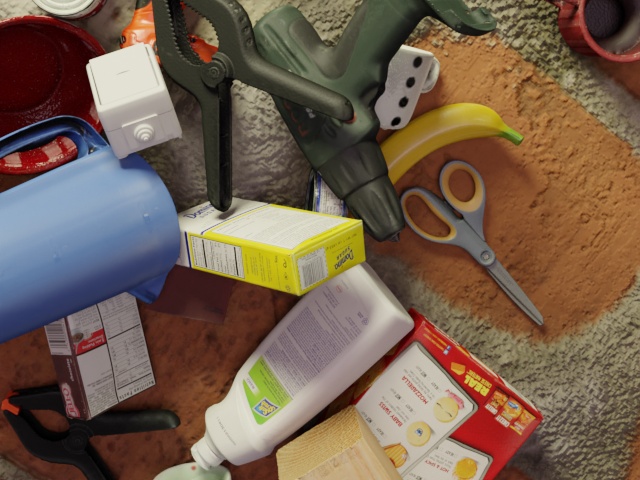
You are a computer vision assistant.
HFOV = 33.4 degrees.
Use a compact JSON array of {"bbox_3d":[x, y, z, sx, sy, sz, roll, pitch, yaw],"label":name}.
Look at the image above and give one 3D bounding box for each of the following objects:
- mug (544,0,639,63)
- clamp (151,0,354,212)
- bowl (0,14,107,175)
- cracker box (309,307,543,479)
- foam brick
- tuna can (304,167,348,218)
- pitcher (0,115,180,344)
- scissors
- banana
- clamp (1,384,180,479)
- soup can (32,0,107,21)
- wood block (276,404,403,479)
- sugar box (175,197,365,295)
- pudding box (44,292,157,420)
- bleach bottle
[{"bbox_3d":[0.267,-0.220,1.021,0.117,0.081,0.093,13,98,-9],"label":"mug"},{"bbox_3d":[-0.074,-0.149,0.929,0.165,0.036,0.210,-26,92,27],"label":"clamp"},{"bbox_3d":[-0.270,-0.140,0.963,0.162,0.055,0.162,-16,133,-19],"label":"bowl"},{"bbox_3d":[0.091,0.202,1.077,0.164,0.072,0.214,38,94,-11],"label":"cracker box"},{"bbox_3d":[-0.126,0.045,1.034,0.078,0.051,0.053,13,99,-9],"label":"foam brick"},{"bbox_3d":[0.005,-0.030,1.020,0.033,0.086,0.086,5,99,-6],"label":"tuna can"},{"bbox_3d":[-0.253,0.004,0.913,0.149,0.242,0.145,38,132,25],"label":"pitcher"},{"bbox_3d":[0.171,-0.005,1.080,0.201,0.016,0.096,33,94,-11],"label":"scissors"},{"bbox_3d":[0.098,-0.083,1.041,0.198,0.037,0.069,-27,79,1],"label":"banana"},{"bbox_3d":[-0.235,0.202,1.055,0.171,0.039,0.120,18,92,-4],"label":"clamp"},{"bbox_3d":[-0.224,-0.231,0.950,0.068,0.102,0.068,-1,100,-7],"label":"soup can"},{"bbox_3d":[0.051,0.272,1.003,0.090,0.091,0.206,-32,102,2],"label":"wood block"},{"bbox_3d":[-0.056,0.001,0.965,0.093,0.177,0.048,-25,115,-43],"label":"sugar box"},{"bbox_3d":[-0.210,0.102,1.017,0.039,0.089,0.113,0,105,38],"label":"pudding box"},{"bbox_3d":[-0.032,0.128,1.047,0.251,0.068,0.103,-42,57,8],"label":"bleach bottle"}]
